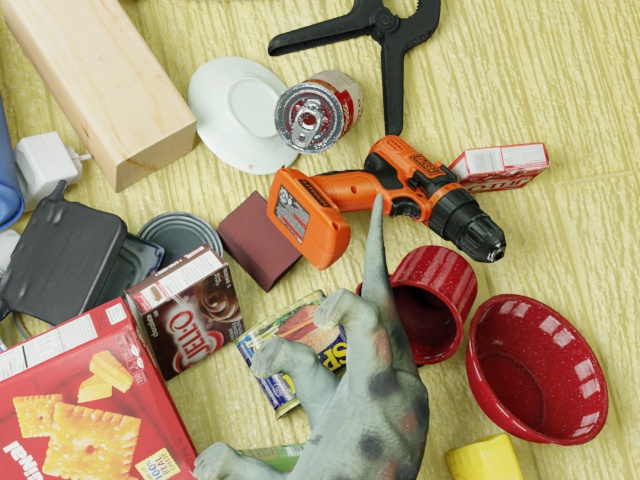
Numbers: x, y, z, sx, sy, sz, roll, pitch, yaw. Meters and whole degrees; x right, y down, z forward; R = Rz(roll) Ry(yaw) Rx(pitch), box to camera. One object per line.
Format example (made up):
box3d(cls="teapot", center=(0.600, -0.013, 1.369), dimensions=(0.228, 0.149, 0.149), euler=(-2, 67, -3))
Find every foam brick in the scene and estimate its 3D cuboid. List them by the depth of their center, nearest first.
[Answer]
box3d(cls="foam brick", center=(-0.057, 0.001, 1.026), dimensions=(0.051, 0.053, 0.078), euler=(-43, 87, -19))

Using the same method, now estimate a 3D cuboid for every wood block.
box3d(cls="wood block", center=(-0.213, -0.162, 1.020), dimensions=(0.090, 0.091, 0.206), euler=(-32, 83, -17))

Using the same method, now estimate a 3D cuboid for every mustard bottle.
box3d(cls="mustard bottle", center=(0.174, 0.275, 0.973), dimensions=(0.058, 0.096, 0.191), euler=(-16, 78, -16))

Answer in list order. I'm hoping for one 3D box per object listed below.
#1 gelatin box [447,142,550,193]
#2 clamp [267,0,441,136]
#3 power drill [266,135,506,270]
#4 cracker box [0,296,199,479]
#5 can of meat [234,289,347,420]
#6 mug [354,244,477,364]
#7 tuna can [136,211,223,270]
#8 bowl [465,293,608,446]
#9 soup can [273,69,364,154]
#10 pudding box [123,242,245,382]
box3d(cls="gelatin box", center=(0.177, -0.071, 1.084), dimensions=(0.089, 0.073, 0.030), euler=(-6, 77, -14))
box3d(cls="clamp", center=(0.070, -0.215, 1.121), dimensions=(0.164, 0.036, 0.209), euler=(43, 74, 2))
box3d(cls="power drill", center=(0.059, -0.026, 0.998), dimensions=(0.187, 0.057, 0.185), euler=(-12, 42, -36))
box3d(cls="cracker box", center=(-0.222, 0.168, 0.869), dimensions=(0.213, 0.072, 0.164), euler=(-25, 113, -11))
box3d(cls="can of meat", center=(-0.018, 0.106, 1.003), dimensions=(0.102, 0.057, 0.084), euler=(-29, 79, -18))
box3d(cls="mug", center=(0.090, 0.056, 1.018), dimensions=(0.117, 0.093, 0.081), euler=(6, 32, 23))
box3d(cls="tuna can", center=(-0.137, 0.018, 1.015), dimensions=(0.086, 0.034, 0.086), euler=(3, 74, -11))
box3d(cls="bowl", center=(0.195, 0.133, 1.021), dimensions=(0.162, 0.055, 0.162), euler=(18, 48, -21))
box3d(cls="soup can", center=(0.000, -0.127, 1.039), dimensions=(0.068, 0.102, 0.068), euler=(4, 107, 13))
box3d(cls="pudding box", center=(-0.120, 0.066, 0.964), dimensions=(0.090, 0.113, 0.039), euler=(-32, 53, -18))
